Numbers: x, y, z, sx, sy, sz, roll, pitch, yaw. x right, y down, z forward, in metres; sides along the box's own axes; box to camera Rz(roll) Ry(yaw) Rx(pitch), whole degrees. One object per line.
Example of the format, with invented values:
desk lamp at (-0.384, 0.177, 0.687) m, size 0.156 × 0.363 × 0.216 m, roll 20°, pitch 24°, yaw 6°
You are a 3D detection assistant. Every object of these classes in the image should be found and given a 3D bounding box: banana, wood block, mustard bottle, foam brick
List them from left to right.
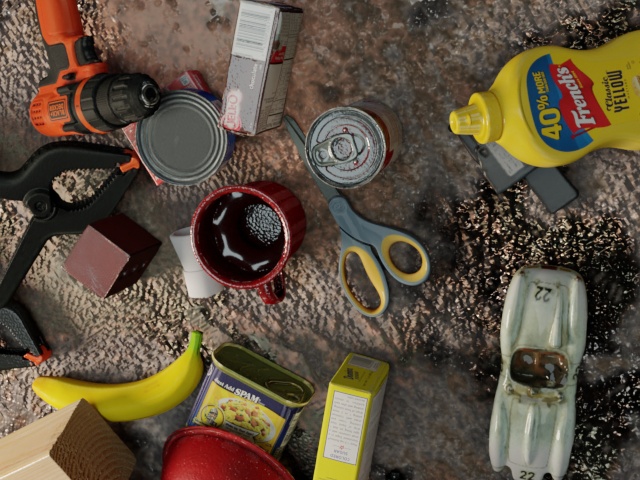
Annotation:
wood block at (-0.296, 0.248, 1.053) m, size 0.206 × 0.090 × 0.090 m, roll -28°, pitch 111°, yaw 24°
foam brick at (-0.196, 0.013, 1.008) m, size 0.051 × 0.078 × 0.053 m, roll 37°, pitch 107°, yaw 6°
banana at (-0.192, 0.145, 1.057) m, size 0.198 × 0.037 × 0.069 m, roll -17°, pitch 83°, yaw 16°
mustard bottle at (0.196, -0.110, 0.855) m, size 0.191 × 0.058 × 0.096 m, roll -11°, pitch 89°, yaw -11°

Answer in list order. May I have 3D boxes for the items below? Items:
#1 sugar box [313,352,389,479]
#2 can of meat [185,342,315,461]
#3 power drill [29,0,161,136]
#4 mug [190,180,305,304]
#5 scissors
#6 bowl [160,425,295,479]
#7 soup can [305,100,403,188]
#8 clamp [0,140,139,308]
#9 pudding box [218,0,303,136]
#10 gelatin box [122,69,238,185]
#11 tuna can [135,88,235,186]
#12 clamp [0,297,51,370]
sugar box at (0.022, 0.202, 0.983) m, size 0.048 × 0.093 × 0.176 m, roll 14°, pitch 104°, yaw 11°
can of meat at (-0.069, 0.160, 1.017) m, size 0.102 × 0.057 × 0.084 m, roll 27°, pitch 108°, yaw 8°
power drill at (-0.212, -0.187, 0.947) m, size 0.185 × 0.057 × 0.188 m, roll -1°, pitch 98°, yaw 46°
mug at (-0.056, 0.001, 0.968) m, size 0.093 × 0.081 × 0.117 m, roll -20°, pitch 96°, yaw 17°
scissors at (0.038, -0.029, 0.973) m, size 0.096 × 0.016 × 0.202 m, roll -14°, pitch 97°, yaw 15°
bowl at (-0.093, 0.252, 1.007) m, size 0.162 × 0.055 × 0.162 m, roll 17°, pitch 132°, yaw 19°
soup can at (0.031, -0.085, 0.918) m, size 0.068 × 0.102 × 0.068 m, roll 3°, pitch 102°, yaw 13°
clamp at (-0.273, -0.044, 1.009) m, size 0.210 × 0.036 × 0.164 m, roll -30°, pitch 115°, yaw 6°
pudding box at (-0.052, -0.151, 0.932) m, size 0.039 × 0.090 × 0.113 m, roll 16°, pitch 104°, yaw 9°
gelatin box at (-0.133, -0.105, 0.993) m, size 0.089 × 0.030 × 0.073 m, roll -31°, pitch 93°, yaw 18°
tuna can at (-0.120, -0.093, 0.958) m, size 0.086 × 0.033 × 0.086 m, roll 3°, pitch 103°, yaw 12°
clamp at (-0.358, 0.087, 1.083) m, size 0.171 × 0.039 × 0.120 m, roll 37°, pitch 109°, yaw 4°
